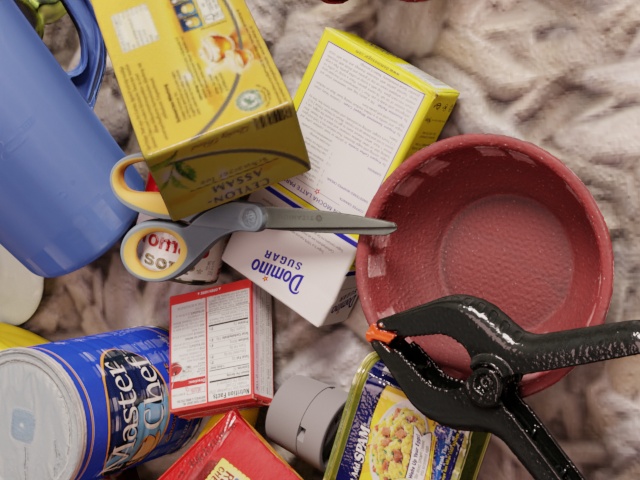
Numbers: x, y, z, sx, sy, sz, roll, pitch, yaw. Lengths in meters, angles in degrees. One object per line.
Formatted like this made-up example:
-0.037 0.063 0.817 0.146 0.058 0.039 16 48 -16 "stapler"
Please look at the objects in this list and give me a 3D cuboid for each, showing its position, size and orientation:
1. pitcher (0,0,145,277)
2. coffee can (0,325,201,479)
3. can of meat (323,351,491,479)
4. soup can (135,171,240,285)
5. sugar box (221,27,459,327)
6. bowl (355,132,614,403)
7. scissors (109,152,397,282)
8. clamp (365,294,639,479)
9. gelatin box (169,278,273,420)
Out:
-0.222 -0.097 0.732 0.149 0.145 0.242 -18 126 27 "pitcher"
-0.163 0.118 0.757 0.103 0.140 0.103 2 93 28 "coffee can"
0.058 0.132 0.686 0.084 0.057 0.102 21 103 24 "can of meat"
-0.092 -0.027 0.753 0.069 0.068 0.102 21 103 26 "soup can"
0.011 -0.041 0.710 0.093 0.048 0.176 34 111 24 "sugar box"
0.105 0.016 0.655 0.162 0.055 0.162 2 93 28 "bowl"
-0.055 0.001 0.694 0.202 0.016 0.096 21 105 19 "scissors"
0.108 0.071 0.601 0.172 0.039 0.120 30 104 24 "clamp"
-0.070 0.077 0.755 0.073 0.030 0.089 -14 67 28 "gelatin box"
